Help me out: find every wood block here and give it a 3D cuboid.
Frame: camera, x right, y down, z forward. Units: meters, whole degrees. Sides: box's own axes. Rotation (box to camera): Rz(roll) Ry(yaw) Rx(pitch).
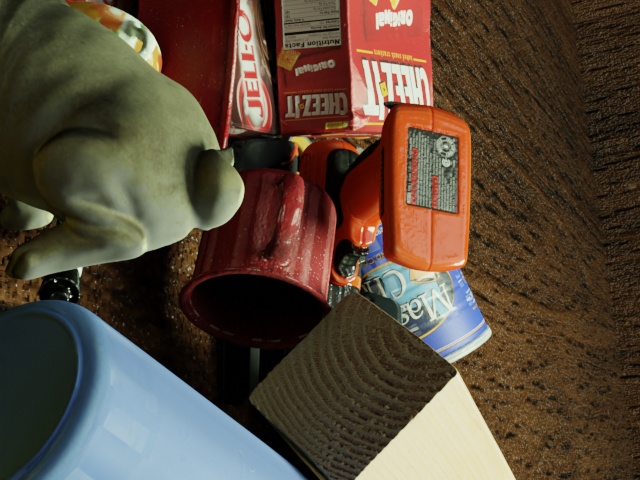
[{"bbox_3d":[0.050,0.134,0.664,0.090,0.090,0.206,-45,141,-11],"label":"wood block"}]

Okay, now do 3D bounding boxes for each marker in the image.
[{"bbox_3d":[-0.127,0.003,0.538,0.121,0.020,0.020,-109,178,-64],"label":"marker"}]

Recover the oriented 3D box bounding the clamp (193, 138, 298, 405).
[{"bbox_3d":[-0.055,0.001,0.754,0.209,0.036,0.164,-58,135,-54],"label":"clamp"}]

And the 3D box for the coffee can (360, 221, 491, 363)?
[{"bbox_3d":[0.071,0.038,0.917,0.140,0.103,0.102,64,23,-2],"label":"coffee can"}]

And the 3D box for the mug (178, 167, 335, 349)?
[{"bbox_3d":[-0.031,0.003,0.647,0.117,0.093,0.081,113,-13,-55],"label":"mug"}]

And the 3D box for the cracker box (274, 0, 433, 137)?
[{"bbox_3d":[0.031,-0.190,0.845,0.164,0.072,0.214,-10,99,-62],"label":"cracker box"}]

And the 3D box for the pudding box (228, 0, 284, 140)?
[{"bbox_3d":[-0.064,-0.131,0.782,0.090,0.039,0.113,-1,82,-68],"label":"pudding box"}]

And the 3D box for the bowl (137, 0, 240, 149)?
[{"bbox_3d":[-0.084,-0.118,0.652,0.162,0.055,0.162,-177,-90,-80],"label":"bowl"}]

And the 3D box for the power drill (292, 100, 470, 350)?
[{"bbox_3d":[0.028,0.002,0.706,0.057,0.188,0.184,8,74,-23],"label":"power drill"}]

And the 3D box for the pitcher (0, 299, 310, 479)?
[{"bbox_3d":[-0.081,0.142,0.515,0.145,0.149,0.242,-48,135,-10],"label":"pitcher"}]
